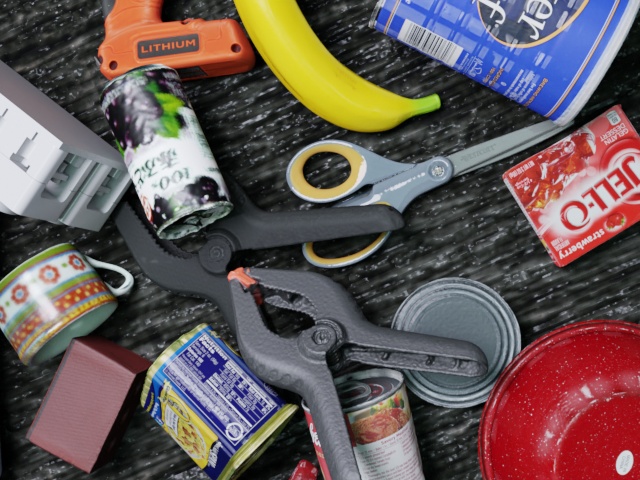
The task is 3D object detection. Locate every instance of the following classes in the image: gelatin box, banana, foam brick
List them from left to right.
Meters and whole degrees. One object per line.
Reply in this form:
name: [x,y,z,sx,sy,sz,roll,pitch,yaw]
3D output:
foam brick: [-0.157,0.110,0.736,0.051,0.053,0.078,26,93,7]
banana: [-0.008,-0.134,0.702,0.197,0.037,0.069,44,78,-20]
gelatin box: [0.177,-0.036,0.706,0.089,0.030,0.073,-31,85,6]

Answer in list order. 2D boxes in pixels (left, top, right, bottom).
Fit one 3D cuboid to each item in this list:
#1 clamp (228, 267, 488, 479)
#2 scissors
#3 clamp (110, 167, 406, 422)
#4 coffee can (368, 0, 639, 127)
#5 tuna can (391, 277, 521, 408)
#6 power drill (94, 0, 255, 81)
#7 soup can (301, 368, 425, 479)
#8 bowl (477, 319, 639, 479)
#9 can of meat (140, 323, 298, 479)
clamp: [0.014,0.065,0.656,0.120,0.039,0.172,-31,58,-21]
scissors: [0.063,-0.059,0.728,0.202,0.016,0.096,-36,86,5]
clamp: [-0.055,0.001,0.725,0.210,0.036,0.165,37,105,11]
coffee can: [0.116,-0.149,0.672,0.140,0.103,0.103,27,92,1]
tuna can: [0.090,0.067,0.713,0.086,0.033,0.086,0,89,7]
power drill: [-0.094,-0.207,0.733,0.184,0.057,0.187,-9,86,7]
soup can: [0.034,0.143,0.693,0.068,0.068,0.102,-14,100,7]
bowl: [0.184,0.133,0.672,0.162,0.055,0.162,0,96,-4]
can of meat: [-0.070,0.110,0.701,0.084,0.102,0.057,44,62,9]
